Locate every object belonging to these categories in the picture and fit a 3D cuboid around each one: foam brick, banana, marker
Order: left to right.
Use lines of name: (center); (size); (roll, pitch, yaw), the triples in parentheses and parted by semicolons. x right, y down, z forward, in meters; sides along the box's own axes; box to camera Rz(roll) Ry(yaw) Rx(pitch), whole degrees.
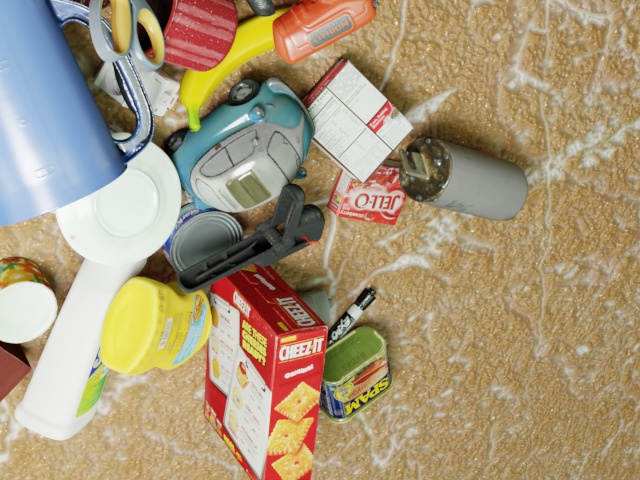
foam brick: (-0.344, 0.118, 1.086); (0.053, 0.051, 0.078); (-45, 130, -2)
banana: (-0.072, -0.186, 1.067); (0.197, 0.069, 0.037); (-40, 171, -13)
marker: (0.027, 0.107, 1.325); (0.121, 0.020, 0.020); (-50, 130, 3)

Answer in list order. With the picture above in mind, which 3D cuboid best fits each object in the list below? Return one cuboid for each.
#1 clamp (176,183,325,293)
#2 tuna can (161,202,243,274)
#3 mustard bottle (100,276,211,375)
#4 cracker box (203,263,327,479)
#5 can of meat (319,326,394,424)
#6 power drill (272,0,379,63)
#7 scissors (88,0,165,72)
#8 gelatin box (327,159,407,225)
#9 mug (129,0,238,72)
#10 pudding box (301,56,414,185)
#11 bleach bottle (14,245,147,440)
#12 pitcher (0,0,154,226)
clamp: (-0.057, 0.001, 1.136); (0.165, 0.036, 0.209); (-36, 169, 12)
tuna can: (-0.129, 0.000, 1.159); (0.086, 0.034, 0.086); (-15, 123, -24)
mustard bottle: (-0.161, 0.089, 1.132); (0.191, 0.058, 0.096); (12, 95, -73)
cracker box: (-0.065, 0.150, 1.200); (0.072, 0.164, 0.214); (-10, 121, -29)
can of meat: (0.040, 0.165, 1.327); (0.102, 0.057, 0.084); (-33, 140, -20)
power drill: (-0.038, -0.250, 0.957); (0.184, 0.057, 0.187); (-27, 139, 2)
scissors: (-0.165, -0.232, 0.932); (0.016, 0.201, 0.096); (-15, 148, 27)
gelatin box: (0.061, -0.059, 1.241); (0.089, 0.030, 0.073); (9, 111, -34)
mug: (-0.132, -0.217, 1.002); (0.081, 0.093, 0.117); (11, 72, -45)
pudding box: (0.034, -0.129, 1.161); (0.113, 0.039, 0.090); (42, 93, -20)
bleach bottle: (-0.234, 0.075, 1.100); (0.068, 0.102, 0.251); (25, 106, 7)
pitcher: (-0.258, -0.147, 0.902); (0.149, 0.145, 0.243); (-41, 118, -51)
